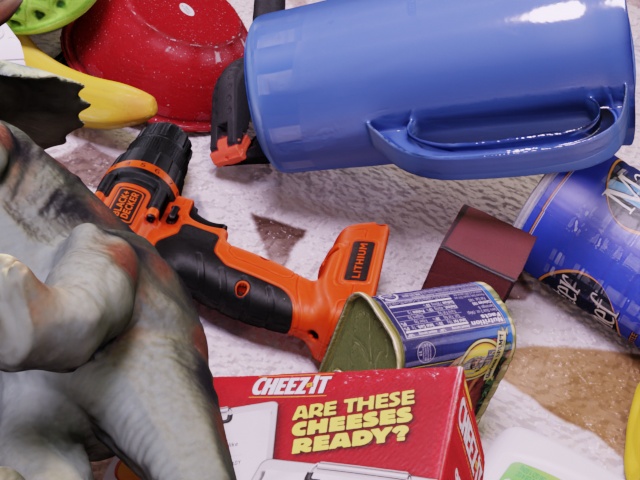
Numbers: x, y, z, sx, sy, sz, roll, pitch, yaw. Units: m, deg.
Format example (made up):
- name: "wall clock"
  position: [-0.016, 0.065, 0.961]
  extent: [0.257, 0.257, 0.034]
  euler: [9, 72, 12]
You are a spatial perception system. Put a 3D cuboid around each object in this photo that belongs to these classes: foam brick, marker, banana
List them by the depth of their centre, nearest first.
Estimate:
- name: "foam brick"
  position: [0.095, 0.028, 0.679]
  extent: [0.051, 0.078, 0.053]
  euler: [26, 42, 9]
- name: "banana"
  position: [-0.197, -0.129, 0.764]
  extent: [0.198, 0.070, 0.037]
  euler: [44, 17, 22]
- name: "marker"
  position: [-0.184, -0.158, 0.836]
  extent: [0.020, 0.020, 0.121]
  euler: [18, 39, -1]

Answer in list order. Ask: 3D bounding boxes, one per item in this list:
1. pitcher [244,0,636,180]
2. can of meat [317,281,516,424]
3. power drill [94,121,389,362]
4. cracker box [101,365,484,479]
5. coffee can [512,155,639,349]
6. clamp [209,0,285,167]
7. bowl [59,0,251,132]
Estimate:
- name: "pitcher"
  position: [0.078, -0.105, 0.689]
  extent: [0.243, 0.145, 0.149]
  euler: [-8, 1, 11]
- name: "can of meat"
  position: [0.052, 0.072, 0.594]
  extent: [0.083, 0.102, 0.057]
  euler: [-6, 44, -29]
- name: "power drill"
  position: [-0.054, 0.001, 0.674]
  extent: [0.187, 0.057, 0.184]
  euler: [15, 40, 0]
- name: "cracker box"
  position: [-0.026, 0.152, 0.449]
  extent: [0.164, 0.072, 0.213]
  euler: [-5, 34, 20]
- name: "coffee can"
  position: [0.211, 0.009, 0.724]
  extent: [0.140, 0.103, 0.102]
  euler: [36, 43, 20]
- name: "clamp"
  position: [-0.039, -0.121, 0.793]
  extent: [0.120, 0.039, 0.171]
  euler: [55, 39, -15]
- name: "bowl"
  position: [-0.112, -0.156, 0.815]
  extent: [0.162, 0.055, 0.162]
  euler: [17, 41, -15]
